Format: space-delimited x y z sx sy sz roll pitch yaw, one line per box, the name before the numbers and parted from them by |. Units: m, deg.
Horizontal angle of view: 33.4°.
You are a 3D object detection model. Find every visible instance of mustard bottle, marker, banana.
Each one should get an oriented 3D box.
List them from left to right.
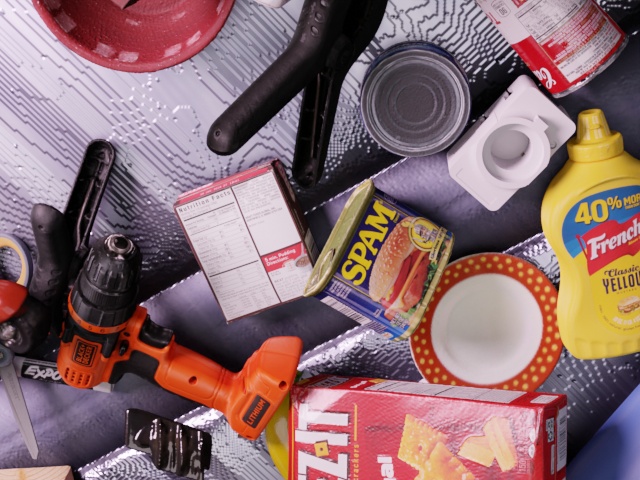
marker | -0.239 0.114 0.928 0.121 0.020 0.020 9 110 1
banana | 0.010 0.206 0.931 0.070 0.037 0.197 -34 104 17
mustard bottle | 0.222 -0.008 0.825 0.096 0.058 0.191 -13 108 1

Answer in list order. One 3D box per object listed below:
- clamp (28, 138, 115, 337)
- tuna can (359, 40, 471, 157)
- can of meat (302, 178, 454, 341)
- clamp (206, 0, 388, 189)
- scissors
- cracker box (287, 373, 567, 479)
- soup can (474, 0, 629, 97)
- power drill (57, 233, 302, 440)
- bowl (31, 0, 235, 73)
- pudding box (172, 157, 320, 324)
clamp | -0.206 0.012 0.839 0.039 0.120 0.172 21 115 8
tuna can | 0.072 -0.107 0.815 0.086 0.033 0.086 2 110 4
can of meat | 0.047 0.018 0.832 0.084 0.058 0.102 30 70 -9
clamp | 0.004 -0.134 0.782 0.036 0.164 0.210 30 89 21
scissors | -0.258 0.080 0.904 0.096 0.016 0.202 -30 96 8
cracker box | 0.080 0.196 0.834 0.214 0.072 0.164 1 91 27
soup can | 0.164 -0.163 0.769 0.069 0.068 0.102 -39 102 16
power drill | -0.113 0.081 0.854 0.187 0.057 0.185 23 139 -6
bowl | -0.134 -0.208 0.784 0.162 0.055 0.162 2 110 4
pudding box | -0.056 0.001 0.863 0.090 0.039 0.113 -19 106 12
